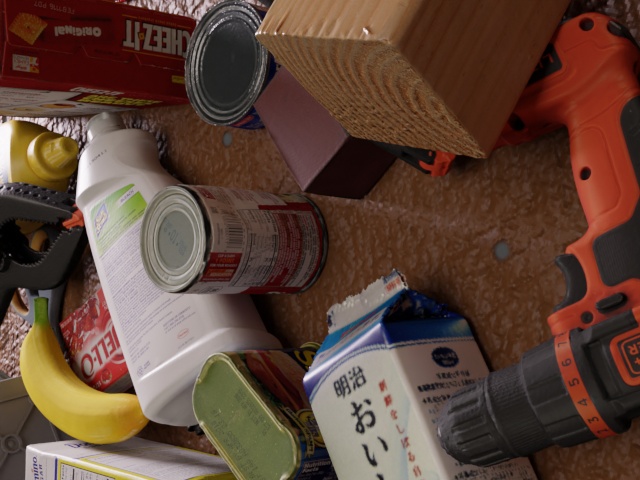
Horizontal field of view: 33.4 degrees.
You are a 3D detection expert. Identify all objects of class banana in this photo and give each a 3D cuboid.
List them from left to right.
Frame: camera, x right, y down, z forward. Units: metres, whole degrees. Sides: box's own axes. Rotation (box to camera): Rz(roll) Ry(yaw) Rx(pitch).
[{"bbox_3d":[-0.184,0.110,0.796,0.198,0.037,0.070,30,118,47],"label":"banana"}]

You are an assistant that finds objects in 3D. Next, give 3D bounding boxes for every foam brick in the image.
[{"bbox_3d":[0.005,-0.072,0.656,0.051,0.052,0.078,-48,57,32],"label":"foam brick"}]

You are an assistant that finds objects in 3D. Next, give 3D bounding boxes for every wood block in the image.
[{"bbox_3d":[0.071,-0.153,0.509,0.091,0.090,0.206,16,71,46],"label":"wood block"}]

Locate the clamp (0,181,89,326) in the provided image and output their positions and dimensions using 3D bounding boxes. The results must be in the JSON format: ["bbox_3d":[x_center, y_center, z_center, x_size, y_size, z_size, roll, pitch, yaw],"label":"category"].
[{"bbox_3d":[-0.269,-0.001,0.873,0.210,0.036,0.164,-26,105,33],"label":"clamp"}]

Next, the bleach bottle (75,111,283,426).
[{"bbox_3d":[-0.116,0.002,0.765,0.103,0.068,0.251,-38,57,20],"label":"bleach bottle"}]

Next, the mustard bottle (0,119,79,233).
[{"bbox_3d":[-0.267,-0.050,0.918,0.192,0.058,0.096,-20,69,42],"label":"mustard bottle"}]

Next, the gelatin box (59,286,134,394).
[{"bbox_3d":[-0.163,0.079,0.829,0.089,0.030,0.073,-36,65,38],"label":"gelatin box"}]

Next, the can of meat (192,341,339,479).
[{"bbox_3d":[-0.019,0.109,0.649,0.102,0.083,0.057,46,119,36],"label":"can of meat"}]

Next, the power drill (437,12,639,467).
[{"bbox_3d":[0.117,0.001,0.516,0.185,0.057,0.188,-26,71,21],"label":"power drill"}]

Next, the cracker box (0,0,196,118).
[{"bbox_3d":[-0.221,-0.137,0.804,0.214,0.163,0.072,1,91,45],"label":"cracker box"}]

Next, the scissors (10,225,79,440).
[{"bbox_3d":[-0.220,0.071,0.896,0.096,0.016,0.202,-55,54,28],"label":"scissors"}]

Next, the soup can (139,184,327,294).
[{"bbox_3d":[-0.054,0.001,0.676,0.069,0.102,0.068,-2,87,44],"label":"soup can"}]

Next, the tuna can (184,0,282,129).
[{"bbox_3d":[-0.053,-0.119,0.728,0.086,0.033,0.086,-3,86,44],"label":"tuna can"}]

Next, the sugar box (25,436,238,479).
[{"bbox_3d":[-0.120,0.170,0.740,0.177,0.093,0.048,-3,86,45],"label":"sugar box"}]
